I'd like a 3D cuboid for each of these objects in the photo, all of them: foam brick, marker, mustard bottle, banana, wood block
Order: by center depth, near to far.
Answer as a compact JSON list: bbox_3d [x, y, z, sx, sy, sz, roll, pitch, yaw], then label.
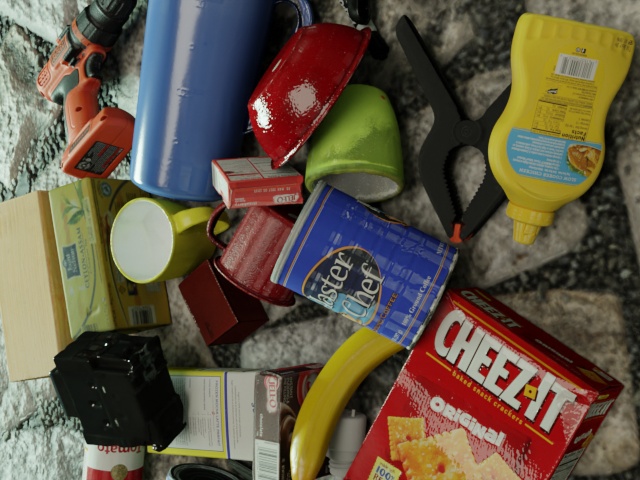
[{"bbox_3d":[0.194,-0.089,0.902,0.096,0.058,0.192,10,104,-6],"label":"mustard bottle"},{"bbox_3d":[0.025,0.140,1.008,0.198,0.037,0.070,-49,44,-4],"label":"banana"},{"bbox_3d":[0.034,-0.226,1.047,0.020,0.020,0.121,-38,69,28],"label":"marker"},{"bbox_3d":[-0.103,0.065,1.121,0.053,0.051,0.078,-38,70,29],"label":"foam brick"},{"bbox_3d":[-0.311,0.054,1.239,0.091,0.090,0.206,-14,82,33],"label":"wood block"}]

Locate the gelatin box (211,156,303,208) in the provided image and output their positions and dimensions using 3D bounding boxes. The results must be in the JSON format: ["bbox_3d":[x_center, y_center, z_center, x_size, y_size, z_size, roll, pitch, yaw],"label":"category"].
[{"bbox_3d":[-0.062,-0.057,1.035,0.089,0.073,0.030,-131,38,-66],"label":"gelatin box"}]

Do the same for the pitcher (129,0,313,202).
[{"bbox_3d":[-0.114,-0.165,1.093,0.149,0.144,0.243,24,107,46],"label":"pitcher"}]

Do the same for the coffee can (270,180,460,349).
[{"bbox_3d":[0.040,0.022,0.962,0.140,0.102,0.103,27,106,2],"label":"coffee can"}]

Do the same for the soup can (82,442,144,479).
[{"bbox_3d":[-0.231,0.250,1.197,0.069,0.068,0.102,8,95,34],"label":"soup can"}]

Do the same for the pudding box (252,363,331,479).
[{"bbox_3d":[-0.025,0.180,1.045,0.039,0.089,0.113,5,94,37],"label":"pudding box"}]

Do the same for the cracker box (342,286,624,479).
[{"bbox_3d":[0.138,0.173,0.946,0.164,0.072,0.214,35,108,28],"label":"cracker box"}]

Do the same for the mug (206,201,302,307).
[{"bbox_3d":[-0.057,0.001,1.062,0.117,0.093,0.081,31,103,5],"label":"mug"}]

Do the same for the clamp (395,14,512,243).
[{"bbox_3d":[0.129,-0.105,0.969,0.165,0.036,0.210,16,101,24],"label":"clamp"}]

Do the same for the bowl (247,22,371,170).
[{"bbox_3d":[-0.021,-0.148,1.002,0.055,0.162,0.162,34,114,-13],"label":"bowl"}]

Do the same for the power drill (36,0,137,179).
[{"bbox_3d":[-0.248,-0.175,1.189,0.185,0.057,0.188,-45,48,34],"label":"power drill"}]

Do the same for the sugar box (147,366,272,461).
[{"bbox_3d":[-0.105,0.181,1.127,0.176,0.048,0.093,-2,89,31],"label":"sugar box"}]

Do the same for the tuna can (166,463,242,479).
[{"bbox_3d":[-0.121,0.264,1.112,0.086,0.086,0.034,19,98,33],"label":"tuna can"}]
